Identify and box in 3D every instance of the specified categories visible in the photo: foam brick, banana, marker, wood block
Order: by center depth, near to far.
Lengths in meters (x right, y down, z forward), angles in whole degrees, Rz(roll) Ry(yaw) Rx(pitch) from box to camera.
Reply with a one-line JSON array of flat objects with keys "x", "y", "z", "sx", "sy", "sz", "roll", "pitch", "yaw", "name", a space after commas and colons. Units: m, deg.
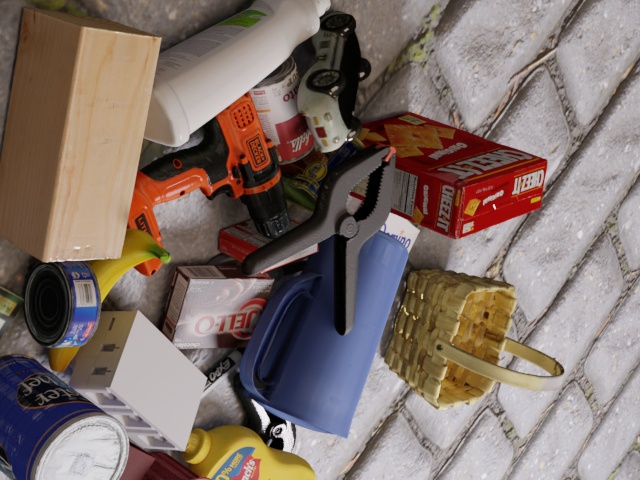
[{"x": -0.220, "y": -0.093, "z": 0.955, "sx": 0.090, "sy": 0.091, "sz": 0.206, "roll": -3, "pitch": 111, "yaw": -48, "name": "wood block"}, {"x": -0.216, "y": 0.047, "z": 1.034, "sx": 0.037, "sy": 0.069, "sz": 0.198, "roll": 21, "pitch": 127, "yaw": -36, "name": "banana"}, {"x": -0.230, "y": 0.250, "z": 1.155, "sx": 0.078, "sy": 0.051, "sz": 0.053, "roll": -57, "pitch": 139, "yaw": -11, "name": "foam brick"}, {"x": -0.118, "y": 0.155, "z": 1.256, "sx": 0.121, "sy": 0.020, "sz": 0.020, "roll": -40, "pitch": 134, "yaw": -28, "name": "marker"}]

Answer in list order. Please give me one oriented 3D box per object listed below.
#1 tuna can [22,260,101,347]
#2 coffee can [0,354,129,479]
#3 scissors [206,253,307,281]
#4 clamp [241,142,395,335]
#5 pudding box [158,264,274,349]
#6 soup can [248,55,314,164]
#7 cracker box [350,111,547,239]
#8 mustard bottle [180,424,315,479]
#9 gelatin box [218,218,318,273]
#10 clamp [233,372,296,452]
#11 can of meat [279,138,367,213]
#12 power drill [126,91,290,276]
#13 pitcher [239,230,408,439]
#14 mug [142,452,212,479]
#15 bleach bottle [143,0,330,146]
[{"x": -0.246, "y": 0.059, "z": 1.010, "sx": 0.033, "sy": 0.086, "sz": 0.086, "roll": 1, "pitch": 109, "yaw": -46, "name": "tuna can"}, {"x": -0.264, "y": 0.182, "z": 1.010, "sx": 0.102, "sy": 0.140, "sz": 0.103, "roll": -24, "pitch": 126, "yaw": -39, "name": "coffee can"}, {"x": -0.066, "y": 0.057, "z": 1.265, "sx": 0.201, "sy": 0.016, "sz": 0.096, "roll": 8, "pitch": 105, "yaw": -49, "name": "scissors"}, {"x": 0.025, "y": -0.008, "z": 1.154, "sx": 0.164, "sy": 0.036, "sz": 0.210, "roll": 43, "pitch": 77, "yaw": -36, "name": "clamp"}, {"x": -0.115, "y": 0.073, "z": 1.179, "sx": 0.113, "sy": 0.039, "sz": 0.090, "roll": 3, "pitch": 114, "yaw": -35, "name": "pudding box"}, {"x": -0.049, "y": -0.141, "z": 1.139, "sx": 0.068, "sy": 0.069, "sz": 0.102, "roll": -40, "pitch": 135, "yaw": -28, "name": "soup can"}, {"x": 0.131, "y": -0.084, "z": 1.254, "sx": 0.163, "sy": 0.214, "sz": 0.072, "roll": -19, "pitch": 123, "yaw": -42, "name": "cracker box"}, {"x": -0.100, "y": 0.275, "z": 1.286, "sx": 0.191, "sy": 0.058, "sz": 0.096, "roll": 37, "pitch": 96, "yaw": -33, "name": "mustard bottle"}, {"x": -0.058, "y": 0.002, "z": 1.199, "sx": 0.089, "sy": 0.073, "sz": 0.030, "roll": -22, "pitch": 124, "yaw": -40, "name": "gelatin box"}, {"x": -0.070, "y": 0.226, "z": 1.333, "sx": 0.120, "sy": 0.039, "sz": 0.171, "roll": 5, "pitch": 107, "yaw": -33, "name": "clamp"}, {"x": -0.005, "y": -0.081, "z": 1.195, "sx": 0.084, "sy": 0.102, "sz": 0.057, "roll": -49, "pitch": 133, "yaw": -14, "name": "can of meat"}, {"x": -0.123, "y": -0.044, "z": 1.095, "sx": 0.187, "sy": 0.057, "sz": 0.184, "roll": -35, "pitch": 125, "yaw": -24, "name": "power drill"}, {"x": 0.006, "y": 0.097, "z": 1.247, "sx": 0.149, "sy": 0.145, "sz": 0.243, "roll": 101, "pitch": 11, "yaw": -81, "name": "pitcher"}, {"x": -0.181, "y": 0.304, "z": 1.213, "sx": 0.093, "sy": 0.082, "sz": 0.117, "roll": 34, "pitch": 82, "yaw": -51, "name": "mug"}, {"x": -0.081, "y": -0.185, "z": 1.053, "sx": 0.250, "sy": 0.103, "sz": 0.068, "roll": -38, "pitch": 127, "yaw": -29, "name": "bleach bottle"}]
